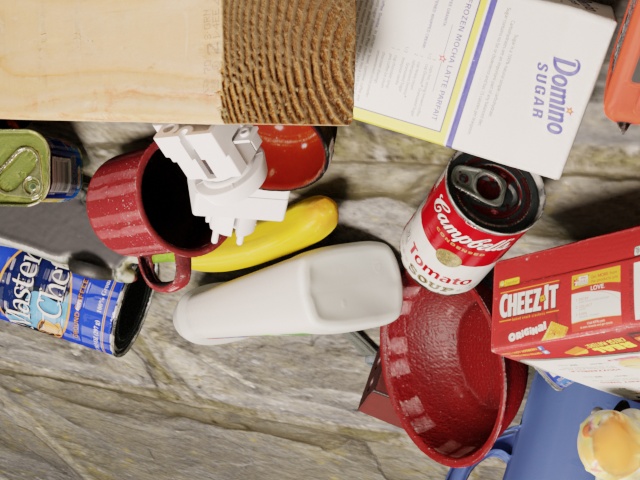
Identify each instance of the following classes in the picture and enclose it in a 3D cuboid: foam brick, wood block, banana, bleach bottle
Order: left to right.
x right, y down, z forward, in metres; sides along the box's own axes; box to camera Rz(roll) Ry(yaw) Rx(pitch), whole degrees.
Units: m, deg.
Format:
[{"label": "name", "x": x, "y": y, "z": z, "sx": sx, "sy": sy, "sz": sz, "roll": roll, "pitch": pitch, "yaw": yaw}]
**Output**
[{"label": "wood block", "x": -0.087, "y": -0.107, "z": 0.566, "sx": 0.207, "sy": 0.090, "sz": 0.090, "roll": 8, "pitch": -170, "yaw": 44}, {"label": "banana", "x": -0.047, "y": -0.001, "z": 0.836, "sx": 0.198, "sy": 0.069, "sz": 0.037, "roll": -17, "pitch": 89, "yaw": 39}, {"label": "bleach bottle", "x": -0.047, "y": 0.054, "z": 0.908, "sx": 0.102, "sy": 0.068, "sz": 0.251, "roll": -6, "pitch": 174, "yaw": -36}, {"label": "foam brick", "x": 0.073, "y": 0.116, "z": 0.931, "sx": 0.051, "sy": 0.078, "sz": 0.053, "roll": 23, "pitch": 148, "yaw": -1}]

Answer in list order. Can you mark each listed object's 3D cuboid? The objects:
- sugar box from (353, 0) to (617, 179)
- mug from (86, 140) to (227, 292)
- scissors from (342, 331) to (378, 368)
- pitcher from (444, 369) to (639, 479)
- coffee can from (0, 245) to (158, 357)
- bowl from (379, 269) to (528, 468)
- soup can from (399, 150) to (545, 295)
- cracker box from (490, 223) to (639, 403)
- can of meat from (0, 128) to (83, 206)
[{"label": "sugar box", "x": 0.061, "y": -0.104, "z": 0.581, "sx": 0.176, "sy": 0.048, "sz": 0.093, "roll": 17, "pitch": 115, "yaw": 3}, {"label": "mug", "x": -0.121, "y": -0.019, "z": 0.806, "sx": 0.093, "sy": 0.117, "sz": 0.082, "roll": -8, "pitch": 180, "yaw": -43}, {"label": "scissors", "x": 0.046, "y": 0.120, "z": 1.013, "sx": 0.201, "sy": 0.016, "sz": 0.096, "roll": 36, "pitch": 147, "yaw": -24}, {"label": "pitcher", "x": 0.189, "y": 0.203, "z": 0.834, "sx": 0.145, "sy": 0.242, "sz": 0.149, "roll": -15, "pitch": 134, "yaw": 45}, {"label": "coffee can", "x": -0.231, "y": 0.037, "z": 0.964, "sx": 0.140, "sy": 0.102, "sz": 0.103, "roll": 17, "pitch": 150, "yaw": 6}, {"label": "bowl", "x": 0.112, "y": 0.092, "z": 0.835, "sx": 0.055, "sy": 0.162, "sz": 0.162, "roll": -7, "pitch": 162, "yaw": -29}, {"label": "soup can", "x": 0.099, "y": -0.012, "z": 0.719, "sx": 0.068, "sy": 0.068, "sz": 0.102, "roll": 23, "pitch": 150, "yaw": -4}, {"label": "cracker box", "x": 0.242, "y": 0.055, "z": 0.687, "sx": 0.213, "sy": 0.072, "sz": 0.164, "roll": 20, "pitch": 156, "yaw": -34}, {"label": "can of meat", "x": -0.243, "y": -0.055, "z": 0.825, "sx": 0.102, "sy": 0.057, "sz": 0.084, "roll": 0, "pitch": -178, "yaw": 7}]
